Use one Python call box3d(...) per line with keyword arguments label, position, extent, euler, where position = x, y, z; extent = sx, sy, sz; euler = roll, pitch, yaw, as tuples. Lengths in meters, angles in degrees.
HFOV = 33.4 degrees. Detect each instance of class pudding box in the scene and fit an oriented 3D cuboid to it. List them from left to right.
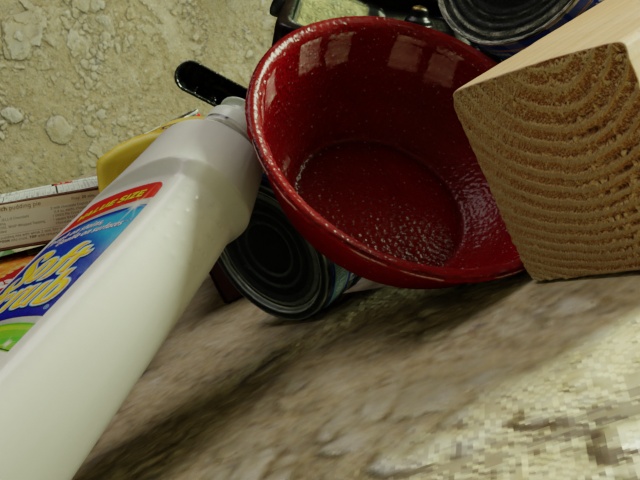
box3d(label="pudding box", position=(-0.199, -0.018, 0.772), extent=(0.113, 0.039, 0.090), euler=(-12, 10, -12))

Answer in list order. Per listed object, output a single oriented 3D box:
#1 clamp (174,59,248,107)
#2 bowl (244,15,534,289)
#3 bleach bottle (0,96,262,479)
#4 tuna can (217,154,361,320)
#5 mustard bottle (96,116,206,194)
box3d(label="clamp", position=(-0.033, -0.092, 0.834), extent=(0.120, 0.171, 0.039), euler=(39, 99, 40))
box3d(label="bowl", position=(0.037, -0.033, 0.509), extent=(0.161, 0.162, 0.055), euler=(-34, -20, -36))
box3d(label="bleach bottle", position=(-0.103, 0.028, 0.471), extent=(0.103, 0.068, 0.250), euler=(-8, 39, 48))
box3d(label="tuna can", position=(-0.019, -0.002, 0.560), extent=(0.086, 0.086, 0.033), euler=(-13, 19, 47))
box3d(label="mustard bottle", position=(-0.090, -0.053, 0.731), extent=(0.096, 0.058, 0.191), euler=(-7, 10, 0))
